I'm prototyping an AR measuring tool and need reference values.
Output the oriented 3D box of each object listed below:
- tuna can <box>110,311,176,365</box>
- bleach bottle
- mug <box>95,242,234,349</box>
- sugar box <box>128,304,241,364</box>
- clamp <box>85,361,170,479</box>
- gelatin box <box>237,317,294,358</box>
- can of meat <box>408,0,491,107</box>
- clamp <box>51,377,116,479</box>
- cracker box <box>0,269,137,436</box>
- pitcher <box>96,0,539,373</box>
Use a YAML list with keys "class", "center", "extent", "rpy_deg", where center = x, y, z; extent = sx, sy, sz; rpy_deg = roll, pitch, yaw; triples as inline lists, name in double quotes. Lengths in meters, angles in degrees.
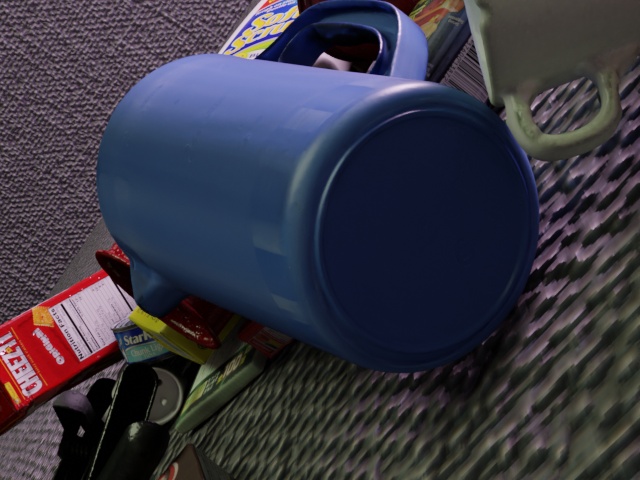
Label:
- class: "tuna can"
  center: [-0.115, 0.064, 0.818]
  extent: [0.086, 0.034, 0.086]
  rpy_deg: [-22, 7, 3]
- class: "bleach bottle"
  center: [-0.025, -0.135, 0.754]
  extent: [0.103, 0.068, 0.250]
  rpy_deg: [-9, 38, 23]
- class: "mug"
  center: [-0.082, 0.004, 0.654]
  extent: [0.117, 0.093, 0.081]
  rpy_deg: [16, 64, 48]
- class: "sugar box"
  center: [-0.055, 0.001, 0.743]
  extent: [0.176, 0.048, 0.093]
  rpy_deg: [-55, 21, -12]
- class: "clamp"
  center: [-0.131, 0.157, 0.643]
  extent: [0.171, 0.039, 0.120]
  rpy_deg: [-63, 10, 14]
- class: "gelatin box"
  center: [-0.010, 0.019, 0.652]
  extent: [0.073, 0.030, 0.089]
  rpy_deg: [-42, 20, 50]
- class: "can of meat"
  center: [0.066, -0.093, 0.589]
  extent: [0.084, 0.057, 0.102]
  rpy_deg: [-56, 14, -10]
- class: "clamp"
  center: [-0.197, 0.179, 0.872]
  extent: [0.210, 0.036, 0.164]
  rpy_deg: [-66, -6, -83]
- class: "cracker box"
  center: [-0.203, 0.083, 0.911]
  extent: [0.213, 0.072, 0.164]
  rpy_deg: [-32, -2, -34]
- class: "pitcher"
  center: [-0.007, -0.029, 0.489]
  extent: [0.144, 0.149, 0.243]
  rpy_deg: [-16, 14, -22]
